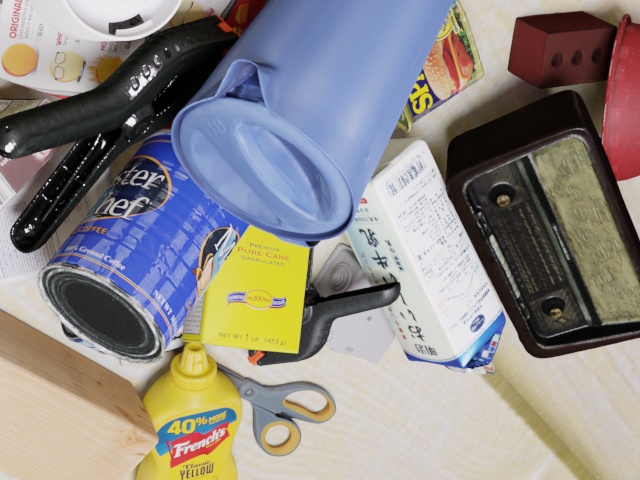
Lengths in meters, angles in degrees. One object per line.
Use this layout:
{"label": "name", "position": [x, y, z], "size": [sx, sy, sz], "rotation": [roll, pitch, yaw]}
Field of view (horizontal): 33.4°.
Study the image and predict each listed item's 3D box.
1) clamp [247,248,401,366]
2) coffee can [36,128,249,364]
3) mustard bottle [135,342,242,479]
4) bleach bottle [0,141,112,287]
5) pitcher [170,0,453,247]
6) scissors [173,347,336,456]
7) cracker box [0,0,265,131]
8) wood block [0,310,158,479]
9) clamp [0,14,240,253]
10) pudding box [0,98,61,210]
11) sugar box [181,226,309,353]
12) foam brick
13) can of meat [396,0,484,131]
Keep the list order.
{"label": "clamp", "position": [-0.005, 0.059, 0.955], "size": [0.039, 0.120, 0.172], "rotation": [-21, 146, -52]}
{"label": "coffee can", "position": [-0.121, 0.003, 0.769], "size": [0.140, 0.103, 0.102], "rotation": [-58, 137, -33]}
{"label": "mustard bottle", "position": [-0.120, 0.171, 0.983], "size": [0.096, 0.058, 0.192], "rotation": [-9, 127, -23]}
{"label": "bleach bottle", "position": [-0.280, -0.005, 0.802], "size": [0.250, 0.068, 0.102], "rotation": [-15, 122, -16]}
{"label": "pitcher", "position": [0.011, -0.121, 0.754], "size": [0.145, 0.149, 0.242], "rotation": [38, 59, -14]}
{"label": "scissors", "position": [-0.074, 0.162, 1.039], "size": [0.201, 0.016, 0.096], "rotation": [17, 109, -34]}
{"label": "cracker box", "position": [-0.153, -0.181, 0.757], "size": [0.213, 0.072, 0.164], "rotation": [16, 109, -33]}
{"label": "wood block", "position": [-0.247, 0.132, 0.883], "size": [0.091, 0.090, 0.205], "rotation": [-48, 129, 5]}
{"label": "clamp", "position": [-0.138, -0.080, 0.722], "size": [0.209, 0.036, 0.165], "rotation": [-42, 171, -29]}
{"label": "pudding box", "position": [-0.243, -0.053, 0.746], "size": [0.113, 0.090, 0.039], "rotation": [-53, 133, -33]}
{"label": "sugar box", "position": [-0.056, 0.001, 0.883], "size": [0.093, 0.048, 0.176], "rotation": [9, 85, -32]}
{"label": "foam brick", "position": [0.219, -0.174, 0.968], "size": [0.078, 0.051, 0.053], "rotation": [-11, 122, -22]}
{"label": "can of meat", "position": [0.083, -0.158, 0.904], "size": [0.084, 0.057, 0.102], "rotation": [-34, 129, -10]}
